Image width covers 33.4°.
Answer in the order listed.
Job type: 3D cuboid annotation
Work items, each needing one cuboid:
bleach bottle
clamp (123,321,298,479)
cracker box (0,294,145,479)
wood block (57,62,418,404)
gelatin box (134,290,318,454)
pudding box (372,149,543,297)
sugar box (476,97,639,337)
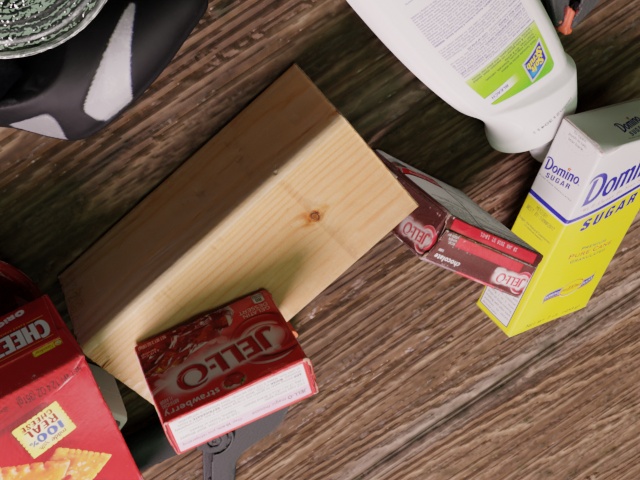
[{"bbox_3d":[0.092,-0.128,0.677,0.102,0.068,0.250,-39,131,6],"label":"bleach bottle"},{"bbox_3d":[-0.093,0.138,0.778,0.164,0.036,0.210,21,108,-34],"label":"clamp"},{"bbox_3d":[-0.190,0.159,0.631,0.164,0.072,0.213,-28,132,-17],"label":"cracker box"},{"bbox_3d":[-0.054,0.001,0.675,0.206,0.090,0.090,-41,127,5],"label":"wood block"},{"bbox_3d":[-0.055,0.073,0.615,0.089,0.073,0.030,-24,127,-9],"label":"gelatin box"},{"bbox_3d":[0.081,-0.012,0.712,0.089,0.114,0.039,22,106,-34],"label":"pudding box"},{"bbox_3d":[0.185,-0.015,0.771,0.093,0.048,0.176,-17,142,-35],"label":"sugar box"}]
